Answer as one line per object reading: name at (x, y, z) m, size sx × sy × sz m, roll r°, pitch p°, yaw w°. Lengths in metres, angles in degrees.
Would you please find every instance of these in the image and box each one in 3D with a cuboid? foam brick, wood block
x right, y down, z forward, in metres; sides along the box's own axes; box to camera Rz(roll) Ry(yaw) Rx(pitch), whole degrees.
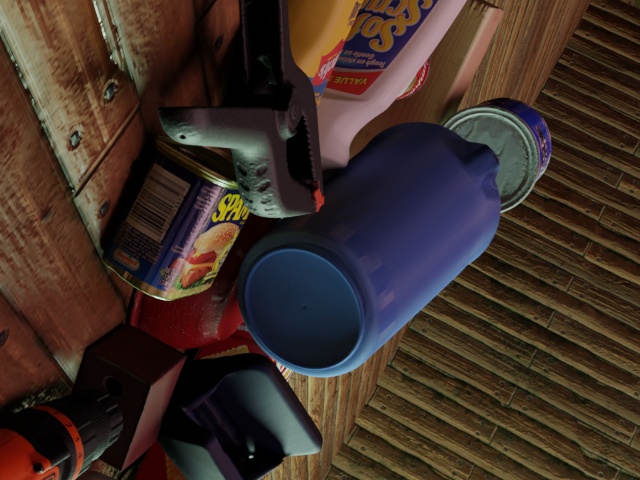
foam brick at (-0.134, 0.106, 0.726) m, size 0.051 × 0.053 × 0.078 m, roll -41°, pitch 155°, yaw -62°
wood block at (0.090, -0.149, 1.044) m, size 0.206 × 0.091 × 0.090 m, roll -65°, pitch 169°, yaw 17°

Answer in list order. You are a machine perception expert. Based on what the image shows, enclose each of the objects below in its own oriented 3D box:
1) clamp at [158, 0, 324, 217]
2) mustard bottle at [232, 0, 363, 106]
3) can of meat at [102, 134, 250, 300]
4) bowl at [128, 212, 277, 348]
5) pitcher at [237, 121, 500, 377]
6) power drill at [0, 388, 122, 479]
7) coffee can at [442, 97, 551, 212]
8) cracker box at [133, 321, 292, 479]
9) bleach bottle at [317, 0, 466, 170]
clamp at (-0.034, -0.069, 0.596) m, size 0.210 × 0.036 × 0.164 m, roll 75°, pitch 26°, yaw -51°
mustard bottle at (-0.012, -0.129, 0.701) m, size 0.096 × 0.058 × 0.192 m, roll -57°, pitch 172°, yaw -73°
can of meat at (-0.083, -0.014, 0.662) m, size 0.084 × 0.057 × 0.102 m, roll -61°, pitch 169°, yaw 9°
bowl at (-0.075, 0.021, 0.789) m, size 0.162 × 0.055 × 0.162 m, roll -58°, pitch 168°, yaw -20°
pitcher at (0.032, 0.009, 0.807) m, size 0.242 × 0.145 × 0.149 m, roll -38°, pitch 140°, yaw -57°
power drill at (-0.195, 0.184, 0.630) m, size 0.188 × 0.057 × 0.184 m, roll -68°, pitch 164°, yaw 15°
coffee can at (0.171, -0.086, 1.054) m, size 0.103 × 0.103 × 0.140 m, roll -66°, pitch 169°, yaw 17°
cracker box at (-0.088, 0.161, 0.978) m, size 0.164 × 0.072 × 0.213 m, roll 97°, pitch 17°, yaw -62°
bleach bottle at (0.038, -0.143, 0.784) m, size 0.251 × 0.102 × 0.068 m, roll -61°, pitch 178°, yaw -2°
